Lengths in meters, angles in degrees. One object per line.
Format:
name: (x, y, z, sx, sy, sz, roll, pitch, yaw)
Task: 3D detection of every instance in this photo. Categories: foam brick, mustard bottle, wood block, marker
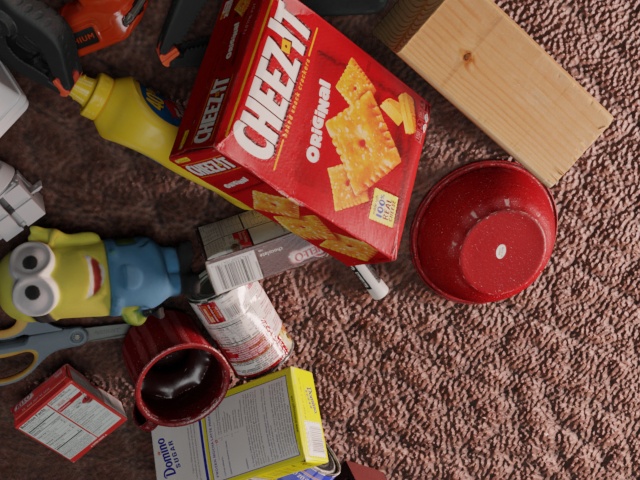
foam brick: (0.037, 0.291, 1.168, 0.051, 0.053, 0.078, 25, 104, -22)
mustard bottle: (-0.135, -0.095, 0.941, 0.191, 0.096, 0.058, 26, 106, -22)
wood block: (0.161, -0.153, 0.991, 0.206, 0.090, 0.091, 37, 101, -24)
marker: (0.029, 0.011, 1.067, 0.020, 0.020, 0.121, -35, 116, 3)

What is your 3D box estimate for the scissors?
scissors: (-0.249, 0.077, 1.030, 0.201, 0.016, 0.096, -22, 106, -13)

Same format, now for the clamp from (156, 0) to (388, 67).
clamp: (-0.050, -0.215, 0.944, 0.210, 0.036, 0.164, -41, 119, 6)

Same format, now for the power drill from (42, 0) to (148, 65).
power drill: (-0.242, -0.231, 0.855, 0.185, 0.057, 0.187, -10, 132, 31)

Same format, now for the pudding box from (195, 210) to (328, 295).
pudding box: (-0.057, 0.001, 1.004, 0.113, 0.090, 0.039, -18, 114, -5)

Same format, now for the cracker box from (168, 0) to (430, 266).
cracker box: (-0.007, -0.095, 0.919, 0.213, 0.072, 0.164, 32, 64, -36)

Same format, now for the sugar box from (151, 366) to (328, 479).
sugar box: (-0.083, 0.195, 1.043, 0.176, 0.093, 0.048, -23, 153, 27)

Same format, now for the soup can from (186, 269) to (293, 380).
soup can: (-0.079, 0.077, 1.042, 0.068, 0.068, 0.102, -29, 115, 0)

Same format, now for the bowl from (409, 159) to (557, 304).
bowl: (0.175, 0.002, 1.079, 0.162, 0.055, 0.162, -5, 113, -11)

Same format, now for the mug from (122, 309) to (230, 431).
mug: (-0.149, 0.129, 1.033, 0.093, 0.082, 0.117, 19, 106, -32)

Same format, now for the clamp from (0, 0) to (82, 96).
clamp: (-0.244, -0.185, 0.833, 0.171, 0.120, 0.039, 40, 58, -29)

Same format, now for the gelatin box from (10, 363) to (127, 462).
gelatin box: (-0.248, 0.170, 1.052, 0.073, 0.030, 0.089, -39, 132, 4)
